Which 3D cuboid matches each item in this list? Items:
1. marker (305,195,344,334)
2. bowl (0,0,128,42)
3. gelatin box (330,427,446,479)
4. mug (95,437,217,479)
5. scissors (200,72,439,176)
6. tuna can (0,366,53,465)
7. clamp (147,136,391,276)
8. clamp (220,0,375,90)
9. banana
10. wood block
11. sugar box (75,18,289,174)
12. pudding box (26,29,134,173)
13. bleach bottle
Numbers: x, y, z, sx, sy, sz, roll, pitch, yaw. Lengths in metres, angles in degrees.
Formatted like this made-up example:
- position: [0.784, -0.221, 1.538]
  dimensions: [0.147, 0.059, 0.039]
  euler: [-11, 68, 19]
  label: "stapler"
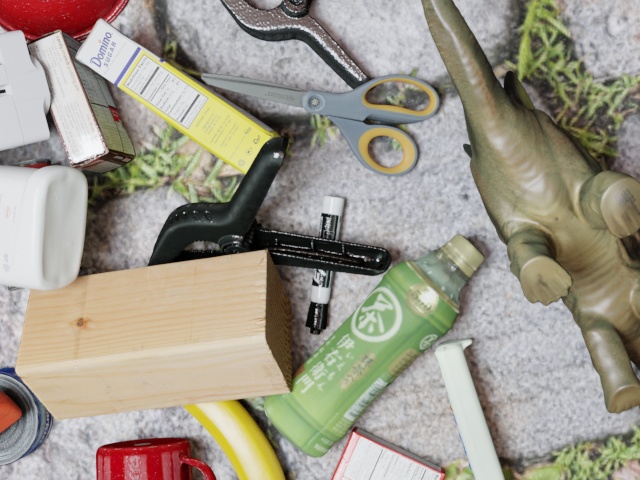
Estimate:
- position: [0.003, 0.022, 0.928]
  dimensions: [0.020, 0.020, 0.121]
  euler: [8, 92, 6]
  label: "marker"
- position: [-0.243, -0.256, 0.936]
  dimensions: [0.162, 0.055, 0.162]
  euler: [0, 90, 7]
  label: "bowl"
- position: [0.054, 0.213, 0.919]
  dimensions: [0.089, 0.030, 0.073]
  euler: [24, 92, 6]
  label: "gelatin box"
- position: [-0.139, 0.213, 0.909]
  dimensions: [0.117, 0.093, 0.081]
  euler: [-6, 85, 26]
  label: "mug"
- position: [0.002, -0.098, 0.901]
  dimensions: [0.201, 0.016, 0.096]
  euler: [-4, 103, -10]
  label: "scissors"
- position: [-0.286, 0.157, 0.955]
  dimensions: [0.086, 0.033, 0.086]
  euler: [0, 91, 6]
  label: "tuna can"
- position: [-0.056, 0.001, 0.894]
  dimensions: [0.210, 0.036, 0.164]
  euler: [-22, 130, 36]
  label: "clamp"
- position: [-0.010, -0.213, 0.919]
  dimensions: [0.171, 0.039, 0.120]
  euler: [24, 87, -1]
  label: "clamp"
- position: [-0.074, 0.192, 0.930]
  dimensions: [0.069, 0.037, 0.198]
  euler: [-23, 88, 6]
  label: "banana"
- position: [-0.133, 0.080, 0.887]
  dimensions: [0.206, 0.090, 0.091]
  euler: [-8, 52, 10]
  label: "wood block"
- position: [-0.114, -0.116, 0.904]
  dimensions: [0.176, 0.093, 0.048]
  euler: [32, 93, 6]
  label: "sugar box"
- position: [-0.205, -0.117, 0.915]
  dimensions: [0.039, 0.090, 0.113]
  euler: [-23, 88, 5]
  label: "pudding box"
- position: [-0.316, -0.025, 0.885]
  dimensions: [0.251, 0.068, 0.102]
  euler: [9, 97, 22]
  label: "bleach bottle"
